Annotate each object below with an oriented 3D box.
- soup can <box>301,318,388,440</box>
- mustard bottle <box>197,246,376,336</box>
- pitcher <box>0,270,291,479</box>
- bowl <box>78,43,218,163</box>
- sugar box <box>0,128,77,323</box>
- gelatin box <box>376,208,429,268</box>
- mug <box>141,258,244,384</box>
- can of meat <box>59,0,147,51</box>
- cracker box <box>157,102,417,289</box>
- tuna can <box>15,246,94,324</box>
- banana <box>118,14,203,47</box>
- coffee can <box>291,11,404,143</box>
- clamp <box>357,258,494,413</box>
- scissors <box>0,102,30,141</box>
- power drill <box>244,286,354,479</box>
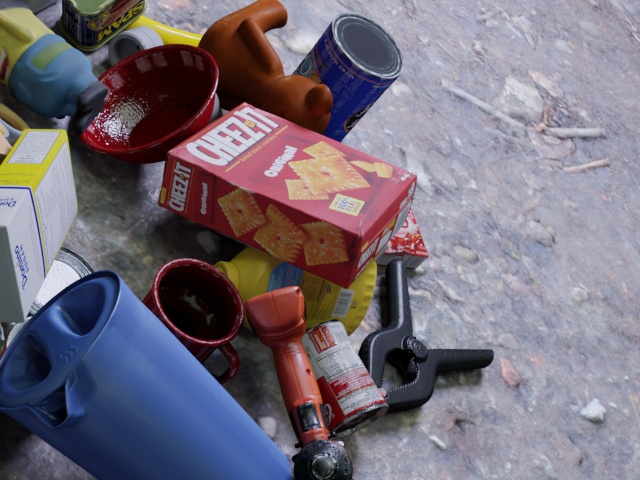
[{"bbox_3d":[0.015,0.138,1.067,0.068,0.069,0.102,-9,62,-42],"label":"soup can"},{"bbox_3d":[-0.038,0.048,1.082,0.191,0.096,0.058,7,24,-34],"label":"mustard bottle"},{"bbox_3d":[-0.135,0.141,0.865,0.242,0.145,0.149,48,59,-28],"label":"pitcher"},{"bbox_3d":[-0.172,-0.133,1.119,0.055,0.162,0.162,63,21,-46],"label":"bowl"},{"bbox_3d":[-0.253,-0.017,0.906,0.048,0.093,0.176,2,30,5],"label":"sugar box"},{"bbox_3d":[0.079,-0.007,1.268,0.089,0.030,0.073,6,53,-35],"label":"gelatin box"},{"bbox_3d":[-0.122,0.085,0.994,0.117,0.082,0.093,46,41,4],"label":"mug"},{"bbox_3d":[-0.237,-0.268,1.169,0.102,0.084,0.057,-43,87,-19],"label":"can of meat"},{"bbox_3d":[-0.028,-0.053,1.076,0.214,0.072,0.164,24,32,14],"label":"cracker box"},{"bbox_3d":[-0.245,0.047,0.966,0.086,0.034,0.086,21,46,-23],"label":"tuna can"},{"bbox_3d":[-0.179,-0.240,1.262,0.197,0.037,0.070,8,32,-35],"label":"banana"},{"bbox_3d":[0.021,-0.191,1.293,0.102,0.141,0.103,21,46,-24],"label":"coffee can"},{"bbox_3d":[0.092,0.115,1.171,0.164,0.036,0.209,49,42,6],"label":"clamp"},{"bbox_3d":[-0.357,-0.155,1.056,0.202,0.016,0.096,46,16,26],"label":"scissors"},{"bbox_3d":[-0.018,0.140,0.952,0.057,0.184,0.188,-15,76,-5],"label":"power drill"}]
